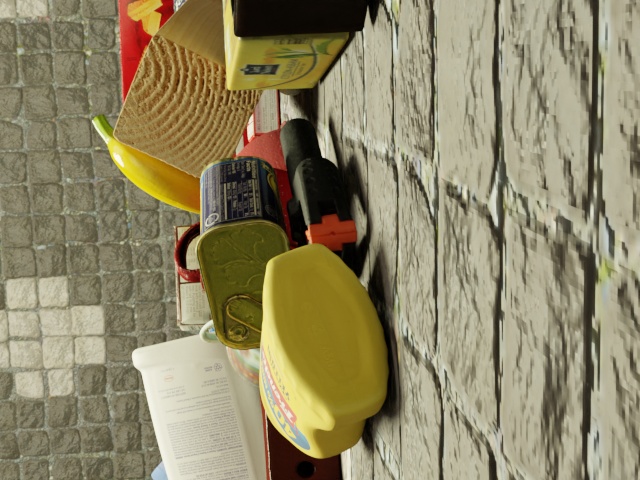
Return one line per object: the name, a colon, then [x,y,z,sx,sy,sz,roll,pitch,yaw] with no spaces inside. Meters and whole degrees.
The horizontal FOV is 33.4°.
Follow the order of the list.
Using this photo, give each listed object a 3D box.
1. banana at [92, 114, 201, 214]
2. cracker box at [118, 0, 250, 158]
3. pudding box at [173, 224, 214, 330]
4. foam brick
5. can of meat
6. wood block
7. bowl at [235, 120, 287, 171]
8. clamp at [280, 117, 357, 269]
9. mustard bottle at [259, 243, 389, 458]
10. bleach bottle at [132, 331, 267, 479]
banana: [-0.091,-0.050,0.869,0.037,0.197,0.069,-35,49,40]
cracker box: [-0.140,-0.183,1.197,0.072,0.164,0.214,164,103,-85]
pudding box: [-0.068,0.029,0.916,0.039,0.113,0.090,110,157,-80]
foam brick: [-0.015,0.147,0.790,0.051,0.053,0.078,120,145,-78]
can of meat: [-0.048,0.006,0.703,0.084,0.057,0.102,-99,0,-53]
wood block: [-0.092,-0.134,0.878,0.206,0.090,0.090,-82,18,-67]
bowl: [-0.055,-0.033,1.022,0.162,0.055,0.162,176,90,-83]
clamp: [-0.001,-0.006,0.679,0.171,0.039,0.120,-106,4,-72]
mustard bottle: [-0.005,0.079,0.639,0.192,0.058,0.096,102,145,-68]
bleach bottle: [-0.082,0.204,0.882,0.068,0.103,0.251,10,-112,-71]
